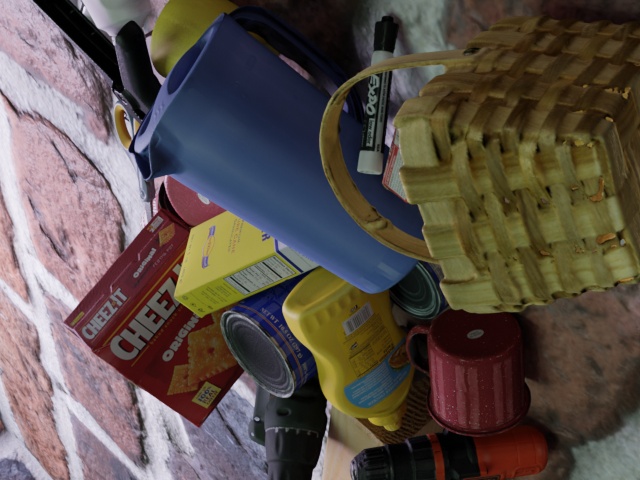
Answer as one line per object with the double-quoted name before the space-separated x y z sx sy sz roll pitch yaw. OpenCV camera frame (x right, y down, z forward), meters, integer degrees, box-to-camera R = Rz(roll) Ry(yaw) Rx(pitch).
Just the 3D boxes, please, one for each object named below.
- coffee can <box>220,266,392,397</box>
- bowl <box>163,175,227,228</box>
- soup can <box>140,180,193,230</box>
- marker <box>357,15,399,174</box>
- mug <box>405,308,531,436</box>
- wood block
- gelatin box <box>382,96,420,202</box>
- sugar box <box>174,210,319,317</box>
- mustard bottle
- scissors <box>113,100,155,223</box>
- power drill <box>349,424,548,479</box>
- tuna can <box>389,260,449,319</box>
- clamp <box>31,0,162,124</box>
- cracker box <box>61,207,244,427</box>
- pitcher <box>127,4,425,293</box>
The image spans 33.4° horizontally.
"coffee can" -0.013 0.072 1.048 0.103 0.140 0.103 36 148 27
"bowl" -0.106 -0.056 1.090 0.162 0.055 0.162 20 134 23
"soup can" -0.166 -0.032 1.233 0.068 0.068 0.102 52 152 0
"marker" 0.044 -0.111 0.815 0.020 0.020 0.121 3 85 55
"mug" 0.127 0.106 0.936 0.117 0.093 0.081 20 134 35
"wood block" 0.066 0.222 1.156 0.090 0.090 0.206 40 150 24
"gelatin box" 0.085 -0.080 0.803 0.030 0.073 0.089 40 150 20
"sugar box" -0.057 0.001 1.007 0.177 0.093 0.048 -27 129 34
"mustard bottle" 0.039 0.108 0.992 0.058 0.096 0.191 25 147 50
"scissors" -0.201 -0.070 1.178 0.096 0.016 0.202 45 142 33
"power drill" 0.116 0.238 1.039 0.188 0.184 0.057 94 170 -60
"tuna can" 0.087 0.029 0.965 0.086 0.033 0.086 36 148 27
"clamp" -0.164 -0.140 0.959 0.165 0.036 0.210 30 161 48
"cracker box" -0.154 0.092 1.181 0.072 0.164 0.213 32 169 40
"pitcher" -0.018 -0.071 0.867 0.242 0.149 0.145 34 -166 -16
